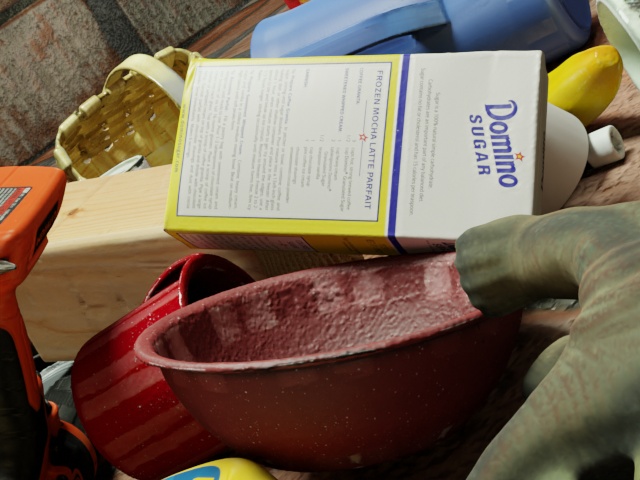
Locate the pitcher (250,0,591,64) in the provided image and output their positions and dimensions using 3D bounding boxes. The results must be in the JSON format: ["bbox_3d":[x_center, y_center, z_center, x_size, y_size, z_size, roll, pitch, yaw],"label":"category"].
[{"bbox_3d":[0.071,-0.153,0.810,0.243,0.145,0.149,-21,41,29],"label":"pitcher"}]

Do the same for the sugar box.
[{"bbox_3d":[0.018,-0.040,0.513,0.176,0.093,0.048,3,-13,15],"label":"sugar box"}]

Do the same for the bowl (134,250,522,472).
[{"bbox_3d":[0.011,0.049,0.425,0.162,0.055,0.162,-11,8,1],"label":"bowl"}]

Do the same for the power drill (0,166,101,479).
[{"bbox_3d":[-0.148,0.062,0.535,0.057,0.188,0.184,-3,21,1],"label":"power drill"}]

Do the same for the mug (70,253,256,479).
[{"bbox_3d":[-0.068,0.057,0.529,0.082,0.093,0.117,-32,46,22],"label":"mug"}]

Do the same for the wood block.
[{"bbox_3d":[-0.091,0.011,0.651,0.206,0.090,0.090,-6,30,34],"label":"wood block"}]
